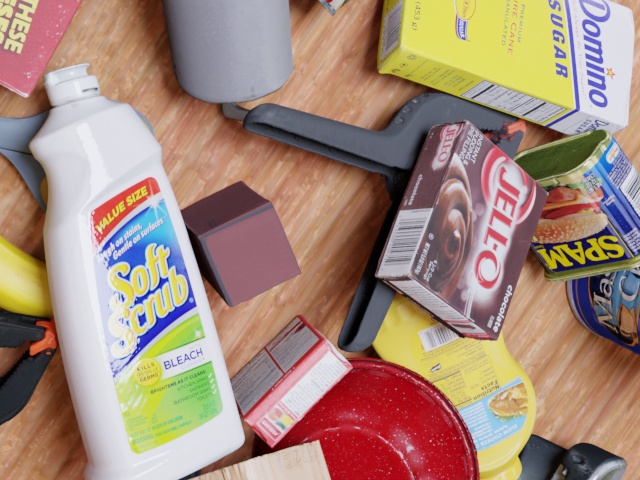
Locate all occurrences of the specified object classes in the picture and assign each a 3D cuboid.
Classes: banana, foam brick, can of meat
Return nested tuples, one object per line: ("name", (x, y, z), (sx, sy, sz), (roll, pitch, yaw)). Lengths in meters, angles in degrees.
("banana", (-0.206, -0.006, 0.658), (0.197, 0.037, 0.069), (41, 81, -27))
("foam brick", (-0.055, 0.001, 0.688), (0.053, 0.078, 0.051), (-26, 110, -10))
("can of meat", (0.179, -0.024, 0.743), (0.084, 0.102, 0.057), (51, 56, -17))

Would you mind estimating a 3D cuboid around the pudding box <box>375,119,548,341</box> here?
("pudding box", (0.091, -0.006, 0.678), (0.090, 0.039, 0.113), (35, 70, -32))

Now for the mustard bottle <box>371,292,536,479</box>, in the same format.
("mustard bottle", (0.102, 0.109, 0.768), (0.096, 0.058, 0.191), (-24, 107, -3))

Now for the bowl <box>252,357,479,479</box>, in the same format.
("bowl", (0.024, 0.163, 0.719), (0.162, 0.055, 0.162), (1, 96, 14))

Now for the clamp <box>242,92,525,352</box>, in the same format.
("clamp", (0.060, -0.030, 0.704), (0.209, 0.036, 0.164), (-19, 95, -32))

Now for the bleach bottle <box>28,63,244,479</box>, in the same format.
("bleach bottle", (-0.125, 0.021, 0.646), (0.102, 0.068, 0.251), (-20, 99, -32))

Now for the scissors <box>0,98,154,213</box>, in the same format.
("scissors", (-0.204, -0.051, 0.664), (0.201, 0.016, 0.096), (-2, 102, -17))

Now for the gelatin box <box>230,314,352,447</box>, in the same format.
("gelatin box", (-0.022, 0.091, 0.710), (0.073, 0.089, 0.030), (-44, 104, -4))

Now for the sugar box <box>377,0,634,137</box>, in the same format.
("sugar box", (0.128, -0.136, 0.718), (0.176, 0.048, 0.093), (13, 73, -18))

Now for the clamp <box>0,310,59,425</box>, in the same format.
("clamp", (-0.238, 0.100, 0.664), (0.171, 0.039, 0.120), (-14, 114, 2))
